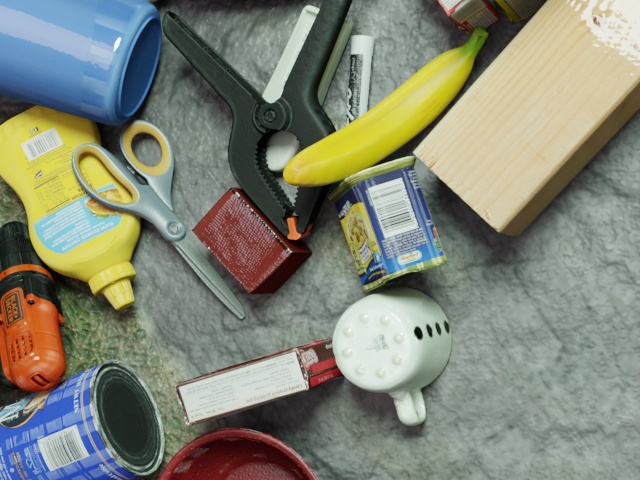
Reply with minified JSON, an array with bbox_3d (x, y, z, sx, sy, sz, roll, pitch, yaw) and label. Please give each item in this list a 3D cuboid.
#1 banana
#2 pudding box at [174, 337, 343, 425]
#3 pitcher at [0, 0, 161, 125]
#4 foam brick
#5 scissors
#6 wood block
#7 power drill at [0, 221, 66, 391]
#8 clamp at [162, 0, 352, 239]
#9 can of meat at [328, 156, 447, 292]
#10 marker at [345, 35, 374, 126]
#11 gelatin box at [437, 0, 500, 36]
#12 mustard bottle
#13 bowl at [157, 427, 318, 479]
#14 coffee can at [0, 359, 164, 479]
[{"bbox_3d":[0.049,-0.095,0.826,0.197,0.069,0.037,-39,63,-14],"label":"banana"},{"bbox_3d":[-0.047,0.113,0.863,0.114,0.090,0.039,-21,83,18],"label":"pudding box"},{"bbox_3d":[-0.260,-0.189,0.908,0.243,0.145,0.149,19,77,4],"label":"pitcher"},{"bbox_3d":[-0.056,0.001,0.888,0.051,0.053,0.078,-47,74,13],"label":"foam brick"},{"bbox_3d":[-0.122,-0.027,0.926,0.201,0.016,0.096,37,66,-5],"label":"scissors"},{"bbox_3d":[0.177,-0.108,0.788,0.091,0.090,0.206,45,103,16],"label":"wood block"},{"bbox_3d":[-0.313,0.086,0.936,0.188,0.057,0.184,-32,47,9],"label":"power drill"},{"bbox_3d":[-0.027,-0.108,0.855,0.165,0.036,0.210,-16,92,20],"label":"clamp"},{"bbox_3d":[0.052,-0.010,0.825,0.057,0.102,0.084,-17,85,-12],"label":"can of meat"},{"bbox_3d":[0.030,-0.107,0.877,0.020,0.020,0.121,5,90,20],"label":"marker"},{"bbox_3d":[0.099,-0.198,0.818,0.030,0.089,0.073,-36,77,17],"label":"gelatin box"},{"bbox_3d":[-0.213,-0.026,0.940,0.096,0.058,0.192,-27,80,-5],"label":"mustard bottle"},{"bbox_3d":[-0.057,0.232,0.882,0.162,0.055,0.162,0,89,20],"label":"bowl"},{"bbox_3d":[-0.221,0.174,0.917,0.140,0.102,0.103,-24,81,17],"label":"coffee can"}]
